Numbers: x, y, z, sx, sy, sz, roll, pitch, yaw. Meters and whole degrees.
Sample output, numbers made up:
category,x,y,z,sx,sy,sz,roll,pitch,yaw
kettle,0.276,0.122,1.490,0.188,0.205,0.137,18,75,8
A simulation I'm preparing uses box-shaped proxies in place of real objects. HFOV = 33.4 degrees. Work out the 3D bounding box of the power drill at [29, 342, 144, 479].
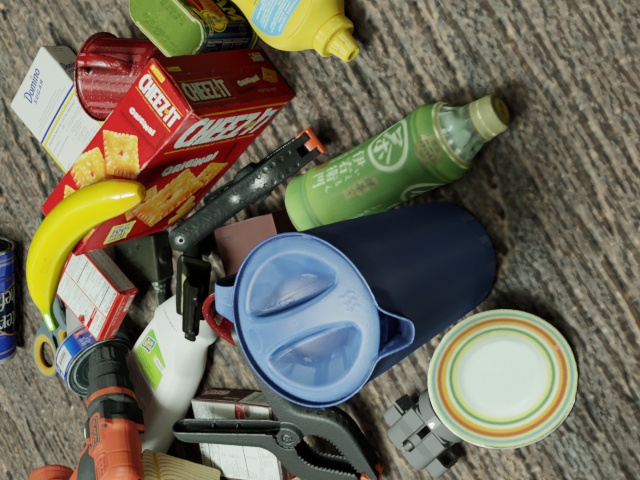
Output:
category,x,y,z,sx,sy,sz,roll,pitch,yaw
power drill,-0.249,0.226,1.132,0.188,0.057,0.184,-53,35,32

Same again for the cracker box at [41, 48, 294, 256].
category,x,y,z,sx,sy,sz,roll,pitch,yaw
cracker box,-0.146,-0.085,1.030,0.214,0.163,0.072,-44,78,33

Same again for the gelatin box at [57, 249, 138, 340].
category,x,y,z,sx,sy,sz,roll,pitch,yaw
gelatin box,-0.243,0.053,1.154,0.089,0.030,0.073,44,123,22

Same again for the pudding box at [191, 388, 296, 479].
category,x,y,z,sx,sy,sz,roll,pitch,yaw
pudding box,-0.079,0.207,1.128,0.114,0.039,0.090,-1,103,37

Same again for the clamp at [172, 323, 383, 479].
category,x,y,z,sx,sy,sz,roll,pitch,yaw
clamp,-0.029,0.174,1.039,0.210,0.036,0.165,24,124,1

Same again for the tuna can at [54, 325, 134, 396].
category,x,y,z,sx,sy,sz,roll,pitch,yaw
tuna can,-0.251,0.133,1.193,0.034,0.085,0.086,46,123,39

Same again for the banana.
category,x,y,z,sx,sy,sz,roll,pitch,yaw
banana,-0.227,-0.001,0.985,0.069,0.037,0.198,39,123,-1

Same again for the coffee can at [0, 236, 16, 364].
category,x,y,z,sx,sy,sz,roll,pitch,yaw
coffee can,-0.420,0.072,1.286,0.103,0.102,0.140,13,107,31

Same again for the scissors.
category,x,y,z,sx,sy,sz,roll,pitch,yaw
scissors,-0.330,0.080,1.281,0.096,0.016,0.202,-22,88,35

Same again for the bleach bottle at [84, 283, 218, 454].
category,x,y,z,sx,sy,sz,roll,pitch,yaw
bleach bottle,-0.171,0.152,1.158,0.103,0.067,0.251,50,122,30

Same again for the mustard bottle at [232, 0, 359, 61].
category,x,y,z,sx,sy,sz,roll,pitch,yaw
mustard bottle,-0.034,-0.233,0.986,0.192,0.058,0.096,46,120,17

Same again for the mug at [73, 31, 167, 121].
category,x,y,z,sx,sy,sz,roll,pitch,yaw
mug,-0.195,-0.167,1.078,0.082,0.117,0.093,8,83,27

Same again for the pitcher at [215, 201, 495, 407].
category,x,y,z,sx,sy,sz,roll,pitch,yaw
pitcher,0.039,0.037,0.885,0.149,0.242,0.145,51,123,14

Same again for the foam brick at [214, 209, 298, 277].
category,x,y,z,sx,sy,sz,roll,pitch,yaw
foam brick,-0.057,0.001,1.059,0.078,0.051,0.053,-13,93,35

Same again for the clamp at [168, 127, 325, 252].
category,x,y,z,sx,sy,sz,roll,pitch,yaw
clamp,-0.068,-0.055,1.041,0.171,0.120,0.039,-32,106,14

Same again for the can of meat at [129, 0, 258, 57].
category,x,y,z,sx,sy,sz,roll,pitch,yaw
can of meat,-0.125,-0.213,1.036,0.102,0.083,0.058,46,121,17

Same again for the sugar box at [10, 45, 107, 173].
category,x,y,z,sx,sy,sz,roll,pitch,yaw
sugar box,-0.260,-0.122,1.171,0.176,0.048,0.093,51,123,18
